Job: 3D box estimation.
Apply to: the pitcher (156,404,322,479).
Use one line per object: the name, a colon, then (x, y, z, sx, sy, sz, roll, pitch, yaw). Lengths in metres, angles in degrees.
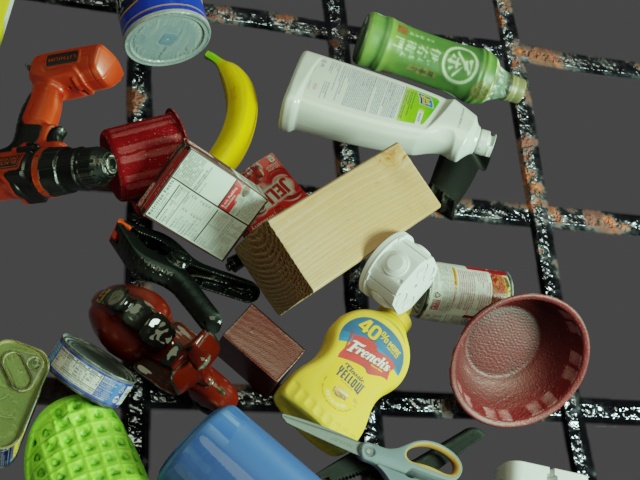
pitcher: (-0.043, 0.281, 1.007, 0.243, 0.145, 0.149, 42, 47, 10)

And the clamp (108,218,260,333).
clamp: (-0.151, 0.037, 1.118, 0.171, 0.039, 0.120, 27, 16, 1)

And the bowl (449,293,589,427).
bowl: (0.211, 0.123, 1.174, 0.162, 0.162, 0.055, 6, 19, -15)

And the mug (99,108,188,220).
mug: (-0.189, -0.079, 1.169, 0.081, 0.093, 0.117, -17, 106, -19)

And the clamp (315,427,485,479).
clamp: (0.087, 0.272, 1.096, 0.209, 0.036, 0.164, 4, 62, -20)

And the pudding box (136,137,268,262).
pudding box: (-0.125, -0.042, 1.141, 0.113, 0.039, 0.090, 34, 98, -28)

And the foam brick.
foam brick: (-0.064, 0.116, 1.120, 0.078, 0.053, 0.051, 41, 59, 5)

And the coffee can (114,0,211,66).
coffee can: (-0.194, -0.293, 1.260, 0.102, 0.103, 0.140, -7, 66, -21)

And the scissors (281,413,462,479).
scissors: (0.053, 0.232, 1.066, 0.201, 0.016, 0.096, 11, 62, -21)

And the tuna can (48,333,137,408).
tuna can: (-0.224, 0.128, 1.042, 0.086, 0.086, 0.034, 34, 89, 1)

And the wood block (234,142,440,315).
wood block: (0.020, -0.015, 1.175, 0.205, 0.090, 0.091, -33, 87, -35)

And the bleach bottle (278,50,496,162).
bleach bottle: (0.084, -0.144, 1.270, 0.251, 0.068, 0.102, 18, 58, 3)

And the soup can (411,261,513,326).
soup can: (0.158, 0.061, 1.210, 0.102, 0.069, 0.068, 8, 62, -13)

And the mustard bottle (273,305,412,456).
mustard bottle: (0.041, 0.131, 1.142, 0.096, 0.058, 0.191, 43, 59, -1)

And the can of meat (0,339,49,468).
can of meat: (-0.298, 0.157, 1.006, 0.057, 0.084, 0.102, 20, 60, -7)

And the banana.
banana: (-0.110, -0.135, 1.247, 0.069, 0.037, 0.198, 1, 61, 3)

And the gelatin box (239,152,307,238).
gelatin box: (-0.068, -0.049, 1.217, 0.089, 0.030, 0.073, -33, 77, -28)

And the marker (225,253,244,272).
marker: (-0.058, 0.001, 1.200, 0.121, 0.020, 0.020, -33, 77, -29)

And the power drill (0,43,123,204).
power drill: (-0.273, -0.123, 1.128, 0.185, 0.057, 0.187, -4, 51, 24)
